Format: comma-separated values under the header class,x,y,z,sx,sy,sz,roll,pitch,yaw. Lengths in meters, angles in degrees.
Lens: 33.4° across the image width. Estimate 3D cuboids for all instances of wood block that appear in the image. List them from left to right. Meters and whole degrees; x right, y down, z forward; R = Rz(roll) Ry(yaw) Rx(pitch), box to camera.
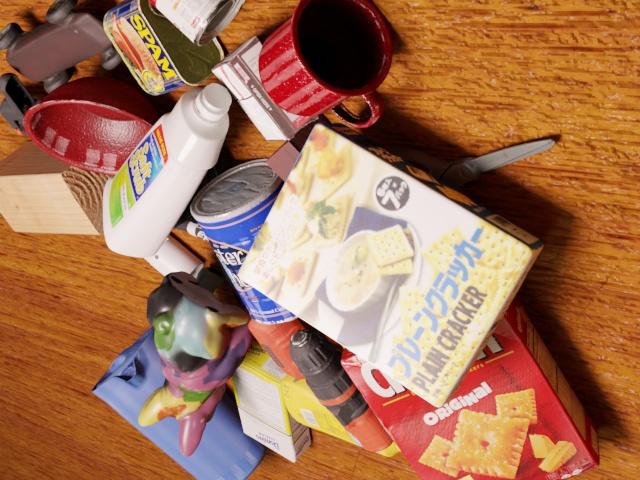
class,x,y,z,sx,sy,sz,roll,pitch,yaw
wood block,-0.320,-0.068,1.320,0.207,0.090,0.090,1,129,46

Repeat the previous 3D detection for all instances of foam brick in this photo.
class,x,y,z,sx,sy,sz,roll,pitch,yaw
foam brick,-0.001,-0.071,1.008,0.078,0.051,0.053,47,146,-6

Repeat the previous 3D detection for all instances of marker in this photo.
class,x,y,z,sx,sy,sz,roll,pitch,yaw
marker,-0.127,-0.007,1.245,0.121,0.020,0.020,21,141,32

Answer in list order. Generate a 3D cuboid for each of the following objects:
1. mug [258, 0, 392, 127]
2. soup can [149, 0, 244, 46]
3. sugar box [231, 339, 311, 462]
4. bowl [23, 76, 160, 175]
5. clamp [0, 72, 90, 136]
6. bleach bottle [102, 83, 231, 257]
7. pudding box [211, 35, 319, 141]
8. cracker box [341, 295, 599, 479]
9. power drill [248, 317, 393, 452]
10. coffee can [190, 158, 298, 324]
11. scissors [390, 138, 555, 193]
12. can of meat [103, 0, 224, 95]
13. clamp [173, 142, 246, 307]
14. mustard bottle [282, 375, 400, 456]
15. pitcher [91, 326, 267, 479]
class,x,y,z,sx,sy,sz,roll,pitch,yaw
mug,0.007,-0.143,0.885,0.117,0.093,0.082,49,152,-10
soup can,-0.123,-0.231,0.945,0.102,0.068,0.069,43,147,1
sugar box,-0.066,0.209,1.398,0.093,0.048,0.176,26,146,27
bowl,-0.234,-0.130,1.155,0.162,0.055,0.162,8,156,3
clamp,-0.346,-0.154,1.269,0.120,0.039,0.172,41,158,-28
bleach bottle,-0.151,-0.081,1.075,0.068,0.102,0.251,10,147,-25
pudding box,-0.052,-0.134,0.967,0.090,0.039,0.113,51,175,-12
cracker box,0.144,0.150,1.014,0.164,0.072,0.213,-26,110,22
power drill,-0.009,0.133,1.164,0.184,0.057,0.188,55,171,-34
coffee can,-0.057,0.001,1.102,0.103,0.102,0.140,4,130,45
scissors,0.131,-0.046,0.925,0.202,0.016,0.096,3,131,45
can of meat,-0.153,-0.194,1.029,0.084,0.057,0.102,-5,122,53
clamp,-0.138,-0.036,1.191,0.165,0.036,0.210,27,136,26
mustard bottle,0.048,0.209,1.261,0.192,0.058,0.096,16,144,37
pitcher,-0.192,0.239,1.509,0.243,0.149,0.145,45,133,-8
